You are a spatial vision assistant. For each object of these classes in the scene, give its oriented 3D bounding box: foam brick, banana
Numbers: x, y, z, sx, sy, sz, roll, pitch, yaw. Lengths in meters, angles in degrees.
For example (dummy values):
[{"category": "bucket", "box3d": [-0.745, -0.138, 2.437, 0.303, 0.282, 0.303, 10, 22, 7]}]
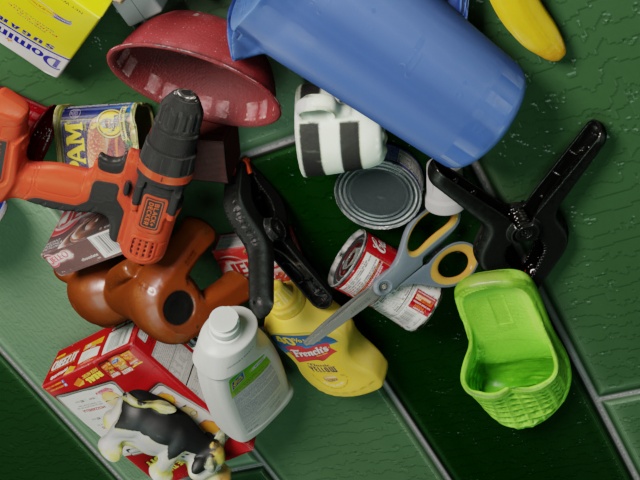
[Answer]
[{"category": "foam brick", "box3d": [-0.123, -0.093, 1.041, 0.078, 0.053, 0.051, 6, 132, 9]}, {"category": "banana", "box3d": [0.161, -0.229, 0.865, 0.070, 0.037, 0.198, -1, 130, 14]}]

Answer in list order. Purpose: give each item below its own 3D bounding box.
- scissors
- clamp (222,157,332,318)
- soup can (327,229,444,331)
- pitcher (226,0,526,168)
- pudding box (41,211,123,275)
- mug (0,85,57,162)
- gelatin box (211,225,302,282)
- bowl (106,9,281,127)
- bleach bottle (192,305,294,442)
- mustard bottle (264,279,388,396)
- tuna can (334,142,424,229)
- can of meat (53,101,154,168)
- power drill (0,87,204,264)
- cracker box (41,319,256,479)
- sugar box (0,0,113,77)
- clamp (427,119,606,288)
[{"category": "scissors", "box3d": [0.080, 0.050, 1.062, 0.096, 0.016, 0.202, 39, 90, -19]}, {"category": "clamp", "box3d": [-0.057, 0.001, 1.048, 0.039, 0.120, 0.171, -33, 83, 25]}, {"category": "soup can", "box3d": [0.068, 0.042, 1.103, 0.102, 0.068, 0.069, 31, 130, -14]}, {"category": "pitcher", "box3d": [0.057, -0.174, 0.888, 0.242, 0.145, 0.149, 32, 142, -20]}, {"category": "pudding box", "box3d": [-0.225, -0.018, 1.106, 0.114, 0.090, 0.039, -17, 126, 25]}, {"category": "mug", "box3d": [-0.317, -0.106, 1.063, 0.081, 0.093, 0.117, 25, 168, -2]}, {"category": "gelatin box", "box3d": [-0.063, 0.025, 1.144, 0.089, 0.030, 0.073, -7, 128, 19]}, {"category": "bowl", "box3d": [-0.105, -0.159, 0.950, 0.162, 0.055, 0.162, 15, 167, 3]}, {"category": "bleach bottle", "box3d": [-0.084, 0.131, 1.141, 0.068, 0.102, 0.251, 36, 158, 20]}, {"category": "mustard bottle", "box3d": [-0.006, 0.100, 1.149, 0.096, 0.058, 0.191, -1, 144, 31]}, {"category": "tuna can", "box3d": [0.058, -0.054, 1.044, 0.086, 0.033, 0.086, 7, 131, 8]}, {"category": "can of meat", "box3d": [-0.208, -0.085, 1.047, 0.084, 0.057, 0.102, -2, 99, 12]}, {"category": "power drill", "box3d": [-0.209, -0.075, 0.970, 0.187, 0.057, 0.185, 17, 121, -7]}, {"category": "cracker box", "box3d": [-0.202, 0.193, 1.297, 0.164, 0.072, 0.213, -27, 121, 31]}, {"category": "sugar box", "box3d": [-0.241, -0.204, 0.927, 0.093, 0.048, 0.176, 34, 157, -16]}, {"category": "clamp", "box3d": [0.200, -0.024, 1.022, 0.164, 0.036, 0.210, -18, 135, 6]}]
